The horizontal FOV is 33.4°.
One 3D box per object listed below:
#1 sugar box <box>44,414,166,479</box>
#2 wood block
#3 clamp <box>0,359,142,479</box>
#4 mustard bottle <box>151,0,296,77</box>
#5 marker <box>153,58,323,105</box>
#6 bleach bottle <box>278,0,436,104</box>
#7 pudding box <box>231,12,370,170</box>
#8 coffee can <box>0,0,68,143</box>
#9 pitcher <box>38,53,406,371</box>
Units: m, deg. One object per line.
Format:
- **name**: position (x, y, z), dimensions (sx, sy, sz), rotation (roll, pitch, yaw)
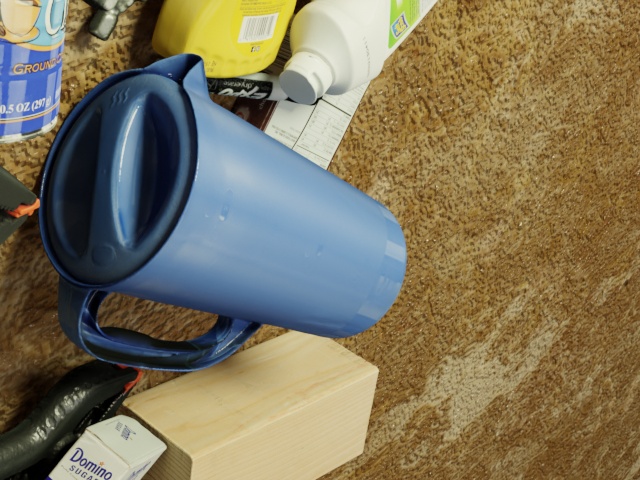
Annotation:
- **sugar box**: position (-0.183, 0.199, 0.718), dimensions (0.176, 0.048, 0.093), rotation (-53, 173, 1)
- **wood block**: position (-0.058, 0.151, 0.857), dimensions (0.205, 0.090, 0.091), rotation (-18, 127, -45)
- **clamp**: position (-0.190, 0.143, 0.718), dimensions (0.171, 0.039, 0.120), rotation (-36, 162, -42)
- **mustard bottle**: position (-0.035, -0.193, 0.635), dimensions (0.096, 0.058, 0.192), rotation (-19, 141, -49)
- **marker**: position (-0.052, -0.104, 0.707), dimensions (0.120, 0.020, 0.020), rotation (3, 113, -29)
- **bleach bottle**: position (0.047, -0.191, 0.732), dimensions (0.250, 0.068, 0.102), rotation (-54, 147, -29)
- **pudding box**: position (-0.015, -0.099, 0.781), dimensions (0.089, 0.039, 0.113), rotation (21, 98, -55)
- **coffee can**: position (-0.169, -0.128, 0.503), dimensions (0.102, 0.103, 0.140), rotation (-15, 125, -47)
- **pitcher**: position (-0.055, 0.001, 0.694), dimensions (0.149, 0.145, 0.242), rotation (-30, 149, 28)
